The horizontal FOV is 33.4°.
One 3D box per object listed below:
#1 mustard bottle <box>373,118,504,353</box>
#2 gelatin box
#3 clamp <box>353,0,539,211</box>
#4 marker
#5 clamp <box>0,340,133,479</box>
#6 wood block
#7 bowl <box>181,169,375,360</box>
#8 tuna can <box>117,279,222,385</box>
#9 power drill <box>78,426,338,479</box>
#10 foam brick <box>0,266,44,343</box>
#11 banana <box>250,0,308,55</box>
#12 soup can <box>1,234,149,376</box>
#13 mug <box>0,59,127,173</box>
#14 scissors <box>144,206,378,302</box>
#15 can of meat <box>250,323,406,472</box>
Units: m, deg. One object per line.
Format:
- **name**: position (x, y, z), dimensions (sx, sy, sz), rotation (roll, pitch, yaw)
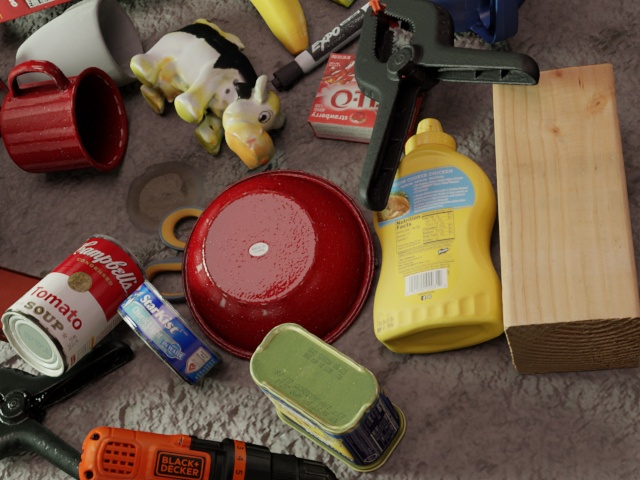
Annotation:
- **mustard bottle**: position (0.088, -0.012, 0.826), dimensions (0.096, 0.058, 0.191), rotation (-14, 58, 24)
- **gelatin box**: position (0.042, -0.122, 0.916), dimensions (0.089, 0.030, 0.073), rotation (8, 65, 21)
- **clamp**: position (0.083, -0.137, 0.843), dimensions (0.165, 0.036, 0.210), rotation (-34, 41, 24)
- **marker**: position (0.006, -0.175, 0.963), dimensions (0.121, 0.020, 0.020), rotation (-37, 58, -5)
- **clamp**: position (-0.232, 0.146, 0.848), dimensions (0.171, 0.039, 0.120), rotation (-12, 47, 10)
- **wood block**: position (0.179, -0.016, 0.783), dimensions (0.090, 0.090, 0.206), rotation (-5, 61, 14)
- **bowl**: position (-0.041, 0.012, 0.837), dimensions (0.162, 0.055, 0.162), rotation (-4, 73, 12)
- **tuna can**: position (-0.117, 0.072, 0.827), dimensions (0.033, 0.086, 0.086), rotation (-44, 59, -8)
- **power drill**: position (-0.083, 0.227, 0.728), dimensions (0.184, 0.057, 0.187), rotation (10, 69, -10)
- **foam brick**: position (-0.260, 0.057, 0.899), dimensions (0.078, 0.053, 0.051), rotation (13, 67, 24)
- **banana**: position (-0.074, -0.244, 1.008), dimensions (0.198, 0.070, 0.037), rotation (35, 38, 31)
- **soup can**: position (-0.195, 0.051, 0.852), dimensions (0.069, 0.068, 0.102), rotation (22, 47, 26)
- **mug**: position (-0.235, -0.111, 0.948), dimensions (0.082, 0.117, 0.093), rotation (-5, 49, 20)
- **scissors**: position (-0.056, 0.001, 0.888), dimensions (0.202, 0.016, 0.096), rotation (-13, 60, 9)
- **can of meat**: position (0.004, 0.112, 0.769), dimensions (0.102, 0.084, 0.057), rotation (29, 74, 28)
